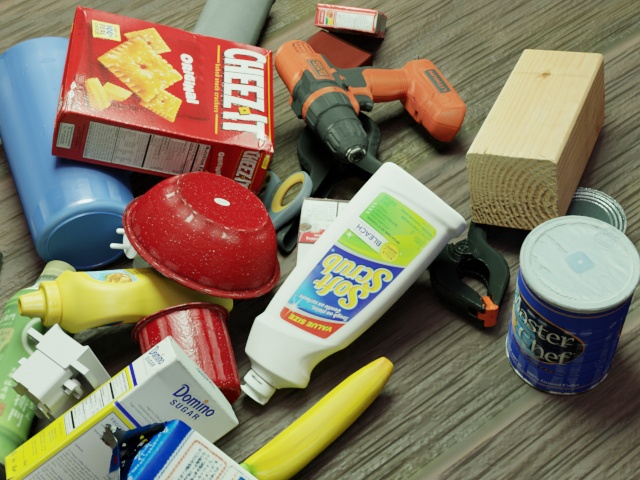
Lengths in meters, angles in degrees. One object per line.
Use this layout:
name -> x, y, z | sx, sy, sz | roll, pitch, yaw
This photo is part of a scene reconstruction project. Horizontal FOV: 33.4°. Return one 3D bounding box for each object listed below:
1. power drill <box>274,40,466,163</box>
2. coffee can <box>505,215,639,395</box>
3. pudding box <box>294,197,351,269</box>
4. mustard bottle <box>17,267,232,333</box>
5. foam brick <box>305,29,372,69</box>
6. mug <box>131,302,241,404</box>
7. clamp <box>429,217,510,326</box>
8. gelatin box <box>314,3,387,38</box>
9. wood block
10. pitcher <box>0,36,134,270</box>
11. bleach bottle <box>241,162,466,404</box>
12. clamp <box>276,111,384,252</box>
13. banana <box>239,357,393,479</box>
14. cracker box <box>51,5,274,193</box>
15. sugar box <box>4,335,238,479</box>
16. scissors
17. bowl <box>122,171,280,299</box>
power drill -> 0.059, -0.145, 1.137 | 0.187, 0.057, 0.184 | 0, 43, -31
coffee can -> 0.226, 0.061, 0.970 | 0.103, 0.140, 0.103 | -2, 51, 2
pudding box -> 0.021, 0.016, 1.056 | 0.090, 0.039, 0.113 | 4, 83, 6
mustard bottle -> -0.185, 0.053, 0.999 | 0.191, 0.058, 0.096 | -4, 6, -28
foam brick -> 0.016, -0.200, 1.249 | 0.078, 0.053, 0.051 | 31, 59, 26
mug -> -0.129, 0.118, 0.983 | 0.117, 0.093, 0.081 | -29, 62, 25
clamp -> 0.132, 0.016, 1.079 | 0.120, 0.039, 0.171 | -12, 44, 2
gelatin box -> 0.038, -0.263, 1.283 | 0.073, 0.030, 0.089 | 9, 8, 10
wood block -> 0.228, -0.108, 1.109 | 0.091, 0.090, 0.205 | 8, 42, 25
pitcher -> -0.260, -0.094, 1.134 | 0.144, 0.149, 0.243 | 15, 40, -43
bleach bottle -> 0.020, 0.052, 0.999 | 0.102, 0.068, 0.251 | 38, 88, 3
clamp -> 0.014, -0.078, 1.155 | 0.164, 0.036, 0.210 | -20, 46, 3
banana -> -0.008, 0.170, 0.943 | 0.197, 0.070, 0.037 | -33, 81, -40
cracker box -> -0.156, -0.146, 1.093 | 0.213, 0.072, 0.164 | 10, 48, -14
sugar box -> -0.167, 0.169, 0.900 | 0.176, 0.093, 0.048 | -37, 29, -2
scissors -> -0.057, 0.001, 1.091 | 0.096, 0.016, 0.201 | -20, 43, 31
bowl -> -0.102, -0.017, 1.009 | 0.162, 0.055, 0.162 | 21, 29, -13
